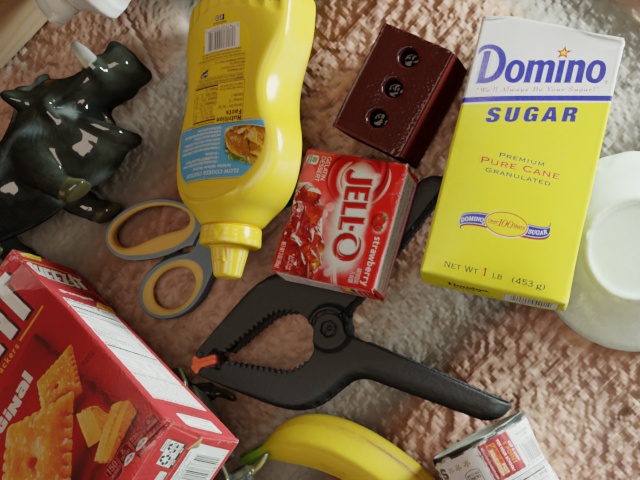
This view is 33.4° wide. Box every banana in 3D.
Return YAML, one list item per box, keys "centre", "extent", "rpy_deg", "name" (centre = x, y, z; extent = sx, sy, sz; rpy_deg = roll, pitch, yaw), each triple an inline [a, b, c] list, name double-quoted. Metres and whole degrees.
- centre: [0.042, 0.169, 0.708]
  extent: [0.198, 0.037, 0.070]
  rpy_deg: [30, 120, 16]
  name: "banana"

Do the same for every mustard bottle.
- centre: [-0.054, -0.070, 0.714]
  extent: [0.096, 0.058, 0.191]
  rpy_deg: [-3, 78, 39]
  name: "mustard bottle"

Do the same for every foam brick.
- centre: [0.054, -0.095, 0.707]
  extent: [0.053, 0.051, 0.078]
  rpy_deg: [28, 93, 19]
  name: "foam brick"

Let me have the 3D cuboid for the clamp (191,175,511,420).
- centre: [0.017, 0.068, 0.715]
  extent: [0.210, 0.036, 0.164]
  rpy_deg: [-23, 76, 11]
  name: "clamp"

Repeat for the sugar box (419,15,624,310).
- centre: [0.128, -0.050, 0.675]
  extent: [0.093, 0.048, 0.176]
  rpy_deg: [12, 82, 10]
  name: "sugar box"

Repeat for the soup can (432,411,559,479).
- centre: [0.123, 0.167, 0.669]
  extent: [0.068, 0.068, 0.102]
  rpy_deg: [-30, 80, 10]
  name: "soup can"

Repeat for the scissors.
- centre: [-0.055, 0.001, 0.749]
  extent: [0.202, 0.016, 0.096]
  rpy_deg: [-7, 87, 13]
  name: "scissors"

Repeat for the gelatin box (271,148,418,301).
- centre: [0.016, -0.012, 0.697]
  extent: [0.073, 0.030, 0.089]
  rpy_deg: [12, 77, 24]
  name: "gelatin box"

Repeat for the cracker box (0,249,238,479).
- centre: [-0.177, 0.129, 0.697]
  extent: [0.214, 0.072, 0.164]
  rpy_deg: [38, 95, 38]
  name: "cracker box"
